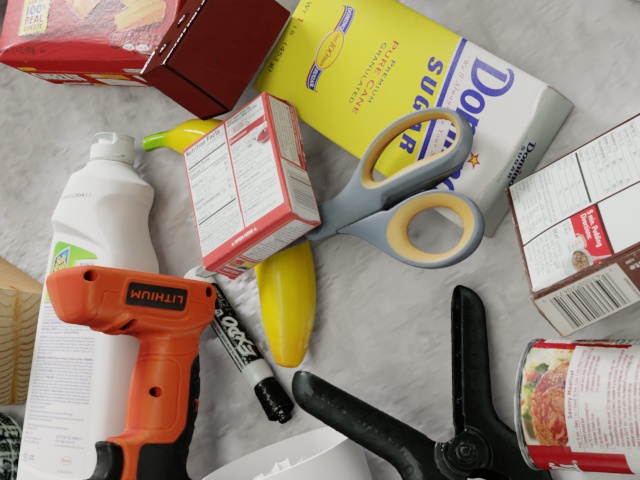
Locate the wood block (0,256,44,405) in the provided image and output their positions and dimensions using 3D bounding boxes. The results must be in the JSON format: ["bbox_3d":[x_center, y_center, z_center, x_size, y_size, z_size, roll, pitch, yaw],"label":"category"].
[{"bbox_3d":[-0.303,0.037,0.804,0.206,0.090,0.091,27,96,31],"label":"wood block"}]

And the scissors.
[{"bbox_3d":[0.013,0.003,0.614,0.202,0.016,0.096,-38,68,26],"label":"scissors"}]

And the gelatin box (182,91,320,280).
[{"bbox_3d":[-0.042,-0.033,0.634,0.073,0.030,0.089,-32,55,30],"label":"gelatin box"}]

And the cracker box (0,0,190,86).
[{"bbox_3d":[-0.132,-0.218,0.750,0.164,0.072,0.214,7,85,31],"label":"cracker box"}]

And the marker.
[{"bbox_3d":[-0.052,0.067,0.686,0.020,0.020,0.121,-45,62,18],"label":"marker"}]

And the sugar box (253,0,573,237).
[{"bbox_3d":[0.050,-0.086,0.633,0.176,0.048,0.093,36,102,32],"label":"sugar box"}]

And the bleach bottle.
[{"bbox_3d":[-0.145,0.051,0.721,0.103,0.068,0.251,-2,79,36],"label":"bleach bottle"}]

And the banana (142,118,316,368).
[{"bbox_3d":[-0.045,-0.014,0.687,0.070,0.037,0.198,-47,61,27],"label":"banana"}]

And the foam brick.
[{"bbox_3d":[-0.065,-0.122,0.661,0.078,0.051,0.053,-60,21,-14],"label":"foam brick"}]

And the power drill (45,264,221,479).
[{"bbox_3d":[-0.126,0.112,0.631,0.057,0.184,0.187,-10,76,45],"label":"power drill"}]

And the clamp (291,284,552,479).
[{"bbox_3d":[0.079,0.108,0.577,0.120,0.039,0.171,-37,77,-13],"label":"clamp"}]
